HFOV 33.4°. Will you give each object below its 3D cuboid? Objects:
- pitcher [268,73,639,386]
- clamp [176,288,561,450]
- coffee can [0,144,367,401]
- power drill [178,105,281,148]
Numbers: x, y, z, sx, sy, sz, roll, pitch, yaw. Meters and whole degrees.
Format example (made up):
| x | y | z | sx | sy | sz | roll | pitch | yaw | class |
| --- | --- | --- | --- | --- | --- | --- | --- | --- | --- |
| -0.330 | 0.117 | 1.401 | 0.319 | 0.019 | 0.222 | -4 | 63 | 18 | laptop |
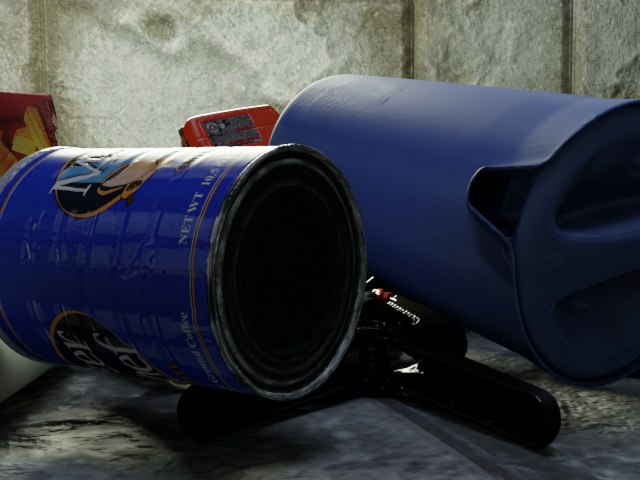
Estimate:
| x | y | z | sx | sy | sz | roll | pitch | yaw | class |
| --- | --- | --- | --- | --- | --- | --- | --- | --- | --- |
| 0.082 | -0.020 | 0.578 | 0.144 | 0.149 | 0.243 | -33 | 29 | -22 | pitcher |
| 0.018 | 0.061 | 0.542 | 0.164 | 0.036 | 0.210 | 0 | 10 | -1 | clamp |
| -0.066 | 0.010 | 0.464 | 0.141 | 0.103 | 0.102 | 3 | 7 | 36 | coffee can |
| -0.094 | -0.056 | 1.094 | 0.184 | 0.057 | 0.188 | -16 | -28 | -32 | power drill |
